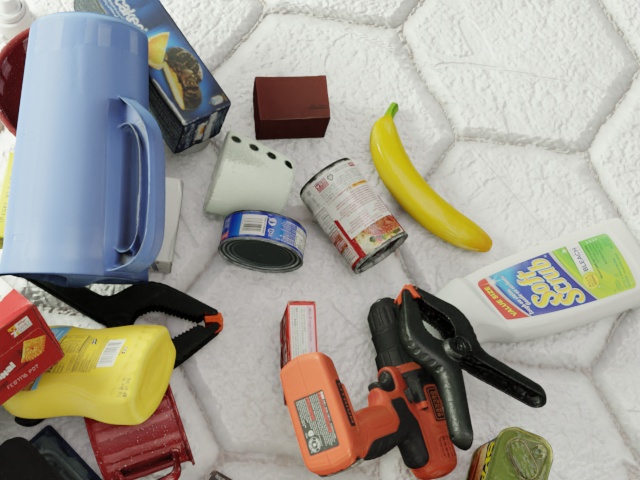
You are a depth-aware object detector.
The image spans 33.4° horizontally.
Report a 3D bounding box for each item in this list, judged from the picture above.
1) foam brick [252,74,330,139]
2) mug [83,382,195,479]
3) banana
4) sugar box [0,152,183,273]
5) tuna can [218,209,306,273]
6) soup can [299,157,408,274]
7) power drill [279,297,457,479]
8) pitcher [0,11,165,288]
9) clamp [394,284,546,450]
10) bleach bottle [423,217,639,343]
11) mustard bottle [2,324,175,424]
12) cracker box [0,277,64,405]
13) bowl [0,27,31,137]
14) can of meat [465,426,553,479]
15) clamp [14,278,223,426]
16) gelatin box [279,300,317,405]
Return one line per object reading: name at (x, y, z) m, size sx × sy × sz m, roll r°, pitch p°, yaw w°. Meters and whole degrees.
foam brick at (-0.032, -0.141, 1.137) m, size 0.078 × 0.051 × 0.053 m, roll -2°, pitch 71°, yaw -10°
mug at (-0.164, 0.182, 0.970) m, size 0.081 × 0.093 × 0.117 m, roll -18°, pitch 46°, yaw -11°
banana at (0.106, -0.061, 1.137) m, size 0.069 × 0.037 × 0.198 m, roll -28°, pitch 77°, yaw -17°
sugar box at (-0.229, -0.027, 1.065) m, size 0.176 × 0.048 × 0.093 m, roll 7°, pitch 70°, yaw -5°
tuna can at (-0.057, 0.001, 1.061) m, size 0.086 × 0.086 × 0.033 m, roll 11°, pitch 67°, yaw -5°
soup can at (0.033, -0.026, 1.096) m, size 0.068 × 0.068 × 0.102 m, roll -32°, pitch 77°, yaw -19°
power drill at (0.047, 0.139, 0.993) m, size 0.187 × 0.057 × 0.184 m, roll 3°, pitch 62°, yaw -51°
pitcher at (-0.209, -0.078, 0.968) m, size 0.149 × 0.145 × 0.243 m, roll 3°, pitch 85°, yaw -4°
clamp at (0.136, 0.112, 1.015) m, size 0.120 × 0.039 × 0.171 m, roll -7°, pitch 57°, yaw -37°
bleach bottle at (0.215, 0.063, 1.098) m, size 0.250 × 0.068 × 0.102 m, roll -20°, pitch 74°, yaw -14°
mustard bottle at (-0.232, 0.117, 0.952) m, size 0.192 × 0.058 × 0.096 m, roll -1°, pitch 41°, yaw 18°
cracker box at (-0.343, 0.091, 0.927) m, size 0.164 × 0.072 × 0.214 m, roll -40°, pitch 38°, yaw -20°
bowl at (-0.255, -0.143, 1.092) m, size 0.162 × 0.055 × 0.162 m, roll 6°, pitch 65°, yaw -14°
can of meat at (0.172, 0.236, 1.014) m, size 0.057 × 0.084 × 0.102 m, roll 21°, pitch 68°, yaw -1°
clamp at (-0.199, 0.098, 1.028) m, size 0.210 × 0.036 × 0.164 m, roll 1°, pitch 71°, yaw -5°
gelatin box at (-0.021, 0.110, 1.034) m, size 0.030 × 0.073 × 0.089 m, roll -1°, pitch 71°, yaw -8°
